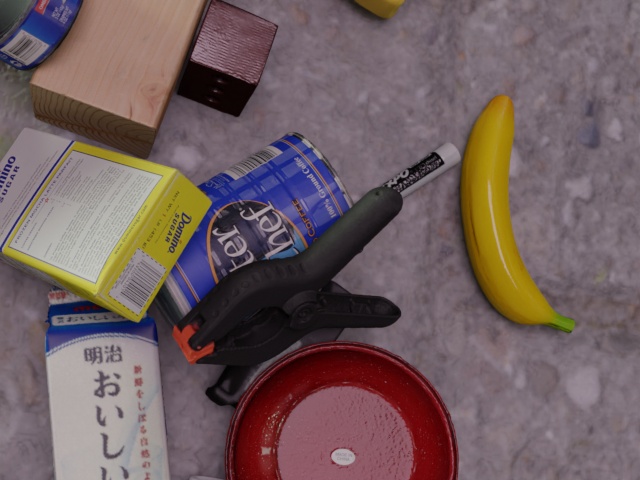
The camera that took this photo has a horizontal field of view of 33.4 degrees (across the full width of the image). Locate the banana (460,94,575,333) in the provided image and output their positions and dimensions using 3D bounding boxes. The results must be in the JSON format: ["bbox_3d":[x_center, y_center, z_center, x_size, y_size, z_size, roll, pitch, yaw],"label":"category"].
[{"bbox_3d":[0.142,-0.017,0.839,0.069,0.037,0.198,-10,84,-32],"label":"banana"}]

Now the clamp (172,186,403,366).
[{"bbox_3d":[-0.013,0.029,0.701,0.171,0.039,0.120,-17,127,-28],"label":"clamp"}]

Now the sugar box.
[{"bbox_3d":[-0.161,-0.015,0.706,0.048,0.177,0.093,44,71,-43],"label":"sugar box"}]

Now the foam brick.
[{"bbox_3d":[-0.069,-0.133,0.788,0.053,0.078,0.051,21,75,-9],"label":"foam brick"}]

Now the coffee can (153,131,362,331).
[{"bbox_3d":[-0.055,0.001,0.754,0.140,0.103,0.103,-32,88,-16],"label":"coffee can"}]

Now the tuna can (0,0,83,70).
[{"bbox_3d":[-0.193,-0.157,0.709,0.033,0.086,0.086,29,73,-39],"label":"tuna can"}]

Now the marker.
[{"bbox_3d":[0.057,-0.039,0.830,0.121,0.020,0.020,-33,89,-16],"label":"marker"}]

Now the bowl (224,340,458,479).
[{"bbox_3d":[0.015,0.142,0.706,0.162,0.055,0.162,0,76,-1],"label":"bowl"}]

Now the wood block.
[{"bbox_3d":[-0.129,-0.177,0.776,0.090,0.090,0.206,20,77,-9],"label":"wood block"}]
